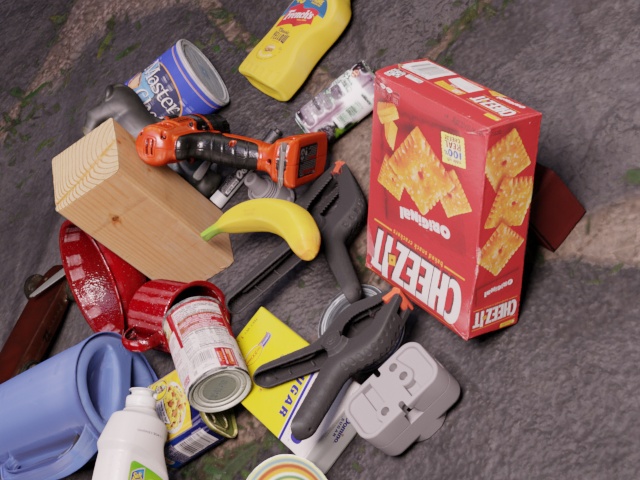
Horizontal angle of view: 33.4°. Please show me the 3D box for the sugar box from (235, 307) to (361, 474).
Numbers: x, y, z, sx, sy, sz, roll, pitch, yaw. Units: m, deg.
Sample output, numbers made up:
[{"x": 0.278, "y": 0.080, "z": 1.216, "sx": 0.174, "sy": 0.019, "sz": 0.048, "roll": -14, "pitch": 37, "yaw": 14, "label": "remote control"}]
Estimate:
[{"x": -0.030, "y": 0.148, "z": 1.080, "sx": 0.093, "sy": 0.048, "sz": 0.176, "roll": -52, "pitch": 42, "yaw": -5, "label": "sugar box"}]

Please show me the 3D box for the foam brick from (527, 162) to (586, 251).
[{"x": 0.202, "y": -0.036, "z": 1.004, "sx": 0.051, "sy": 0.078, "sz": 0.053, "roll": -52, "pitch": 43, "yaw": -2, "label": "foam brick"}]

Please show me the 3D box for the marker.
[{"x": -0.090, "y": -0.090, "z": 1.314, "sx": 0.121, "sy": 0.020, "sz": 0.020, "roll": -49, "pitch": 43, "yaw": -2, "label": "marker"}]

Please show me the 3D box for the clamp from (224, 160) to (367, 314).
[{"x": 0.004, "y": -0.003, "z": 1.139, "sx": 0.165, "sy": 0.036, "sz": 0.209, "roll": 1, "pitch": 48, "yaw": 37, "label": "clamp"}]

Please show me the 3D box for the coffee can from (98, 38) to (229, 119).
[{"x": -0.206, "y": -0.184, "z": 1.410, "sx": 0.140, "sy": 0.102, "sz": 0.103, "roll": -34, "pitch": 45, "yaw": 15, "label": "coffee can"}]

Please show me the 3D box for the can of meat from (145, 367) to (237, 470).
[{"x": -0.143, "y": 0.183, "z": 1.138, "sx": 0.084, "sy": 0.057, "sz": 0.102, "roll": -34, "pitch": 46, "yaw": 17, "label": "can of meat"}]

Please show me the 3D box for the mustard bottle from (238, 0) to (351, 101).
[{"x": -0.016, "y": -0.269, "z": 1.353, "sx": 0.191, "sy": 0.058, "sz": 0.096, "roll": -51, "pitch": 39, "yaw": -4, "label": "mustard bottle"}]

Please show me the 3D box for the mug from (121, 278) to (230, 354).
[{"x": -0.170, "y": 0.092, "z": 1.190, "sx": 0.082, "sy": 0.093, "sz": 0.117, "roll": 6, "pitch": 31, "yaw": 46, "label": "mug"}]

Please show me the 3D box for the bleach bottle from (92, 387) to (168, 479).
[{"x": -0.185, "y": 0.272, "z": 1.049, "sx": 0.068, "sy": 0.102, "sz": 0.251, "roll": -10, "pitch": 64, "yaw": 30, "label": "bleach bottle"}]

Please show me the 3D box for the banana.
[{"x": -0.050, "y": -0.014, "z": 1.134, "sx": 0.198, "sy": 0.037, "sz": 0.069, "roll": 7, "pitch": 60, "yaw": 52, "label": "banana"}]

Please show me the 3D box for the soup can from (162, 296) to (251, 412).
[{"x": -0.116, "y": 0.116, "z": 1.088, "sx": 0.068, "sy": 0.068, "sz": 0.102, "roll": -38, "pitch": 47, "yaw": 11, "label": "soup can"}]

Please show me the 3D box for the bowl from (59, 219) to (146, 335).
[{"x": -0.254, "y": 0.043, "z": 1.285, "sx": 0.055, "sy": 0.162, "sz": 0.162, "roll": -23, "pitch": 34, "yaw": -30, "label": "bowl"}]

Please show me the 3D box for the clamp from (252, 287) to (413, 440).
[{"x": 0.011, "y": 0.107, "z": 1.024, "sx": 0.171, "sy": 0.039, "sz": 0.120, "roll": -43, "pitch": 37, "yaw": -13, "label": "clamp"}]

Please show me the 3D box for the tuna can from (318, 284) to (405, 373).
[{"x": 0.041, "y": 0.088, "z": 1.075, "sx": 0.086, "sy": 0.033, "sz": 0.086, "roll": -20, "pitch": 50, "yaw": 26, "label": "tuna can"}]

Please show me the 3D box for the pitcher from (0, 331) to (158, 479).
[{"x": -0.310, "y": 0.207, "z": 1.198, "sx": 0.243, "sy": 0.149, "sz": 0.145, "roll": -24, "pitch": 73, "yaw": 28, "label": "pitcher"}]

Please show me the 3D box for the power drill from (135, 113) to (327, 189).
[{"x": -0.091, "y": -0.107, "z": 1.213, "sx": 0.188, "sy": 0.184, "sz": 0.057, "roll": 9, "pitch": 107, "yaw": 19, "label": "power drill"}]

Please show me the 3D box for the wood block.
[{"x": -0.200, "y": -0.032, "z": 1.225, "sx": 0.091, "sy": 0.205, "sz": 0.090, "roll": -31, "pitch": 46, "yaw": 16, "label": "wood block"}]

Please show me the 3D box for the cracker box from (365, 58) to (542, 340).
[{"x": 0.114, "y": -0.040, "z": 0.986, "sx": 0.072, "sy": 0.214, "sz": 0.164, "roll": -16, "pitch": 34, "yaw": -29, "label": "cracker box"}]
